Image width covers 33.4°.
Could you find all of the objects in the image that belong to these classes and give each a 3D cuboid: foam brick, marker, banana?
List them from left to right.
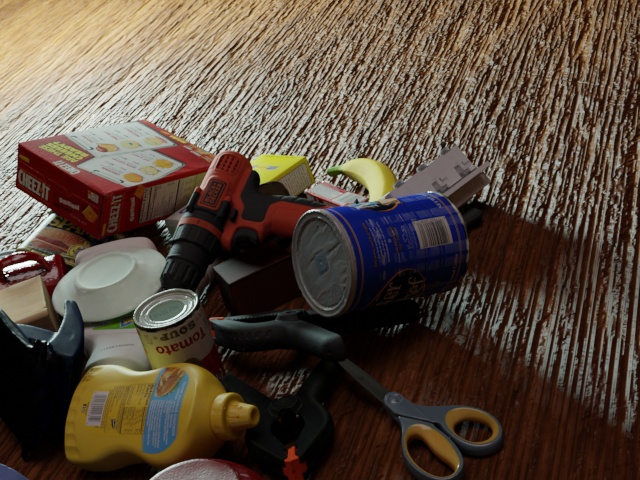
[{"bbox_3d":[-0.069,0.044,1.161,0.078,0.051,0.053,-25,29,-16],"label":"foam brick"},{"bbox_3d":[0.064,-0.057,1.289,0.069,0.037,0.198,-36,28,4],"label":"banana"},{"bbox_3d":[0.132,-0.004,1.174,0.121,0.020,0.020,-31,32,-24],"label":"marker"}]

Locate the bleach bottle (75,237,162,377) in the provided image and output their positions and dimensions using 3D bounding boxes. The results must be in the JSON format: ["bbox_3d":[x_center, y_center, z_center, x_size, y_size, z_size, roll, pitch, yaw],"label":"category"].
[{"bbox_3d":[-0.221,0.090,1.147,0.102,0.068,0.251,-15,31,2],"label":"bleach bottle"}]

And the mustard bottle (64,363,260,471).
[{"bbox_3d":[-0.138,0.158,0.955,0.192,0.058,0.096,-6,58,31],"label":"mustard bottle"}]

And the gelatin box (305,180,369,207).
[{"bbox_3d":[0.026,-0.021,1.203,0.030,0.073,0.089,-30,31,-26],"label":"gelatin box"}]

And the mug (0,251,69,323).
[{"bbox_3d":[-0.327,0.055,1.210,0.081,0.117,0.093,-15,45,-8],"label":"mug"}]

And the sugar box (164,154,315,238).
[{"bbox_3d":[-0.100,-0.050,1.338,0.094,0.048,0.176,6,33,47],"label":"sugar box"}]

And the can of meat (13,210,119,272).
[{"bbox_3d":[-0.311,0.015,1.307,0.102,0.057,0.083,17,41,15],"label":"can of meat"}]

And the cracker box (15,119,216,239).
[{"bbox_3d":[-0.250,-0.082,1.357,0.164,0.072,0.213,28,30,30],"label":"cracker box"}]

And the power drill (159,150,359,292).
[{"bbox_3d":[-0.057,0.001,1.111,0.188,0.057,0.184,17,61,8],"label":"power drill"}]

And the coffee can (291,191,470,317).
[{"bbox_3d":[0.058,0.011,1.028,0.140,0.103,0.103,-10,23,-32],"label":"coffee can"}]

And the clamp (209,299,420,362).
[{"bbox_3d":[-0.026,0.089,1.040,0.210,0.036,0.164,-5,7,25],"label":"clamp"}]

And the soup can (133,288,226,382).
[{"bbox_3d":[-0.134,0.106,1.033,0.068,0.102,0.068,-12,29,7],"label":"soup can"}]

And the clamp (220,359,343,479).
[{"bbox_3d":[-0.021,0.154,0.962,0.120,0.039,0.171,-22,29,-5],"label":"clamp"}]

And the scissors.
[{"bbox_3d":[0.086,0.142,0.935,0.096,0.016,0.202,-17,34,-11],"label":"scissors"}]
